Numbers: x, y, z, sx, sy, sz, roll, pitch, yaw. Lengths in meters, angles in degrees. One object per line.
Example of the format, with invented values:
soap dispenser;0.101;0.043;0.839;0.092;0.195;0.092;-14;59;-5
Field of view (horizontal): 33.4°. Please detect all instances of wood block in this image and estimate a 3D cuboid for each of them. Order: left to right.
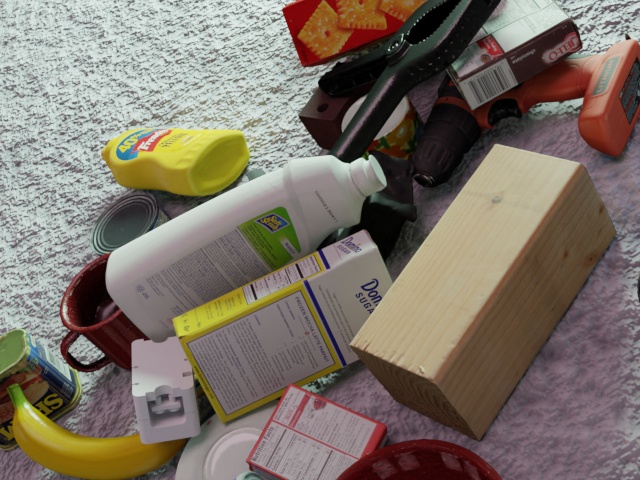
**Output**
wood block;0.129;0.036;0.827;0.091;0.090;0.206;20;66;45

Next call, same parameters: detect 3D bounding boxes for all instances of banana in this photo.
banana;-0.205;0.180;0.948;0.198;0.070;0.037;8;20;24

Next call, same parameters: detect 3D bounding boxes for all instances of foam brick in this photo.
foam brick;0.025;-0.135;1.084;0.053;0.051;0.078;15;63;43

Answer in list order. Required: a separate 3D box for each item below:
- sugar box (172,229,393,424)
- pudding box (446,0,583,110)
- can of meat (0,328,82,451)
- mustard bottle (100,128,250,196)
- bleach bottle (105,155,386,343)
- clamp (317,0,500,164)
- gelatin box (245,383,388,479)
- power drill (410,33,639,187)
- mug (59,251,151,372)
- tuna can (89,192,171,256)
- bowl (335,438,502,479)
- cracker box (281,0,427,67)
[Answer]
sugar box;-0.022;0.070;0.876;0.176;0.093;0.048;-25;28;-4
pudding box;0.165;-0.176;0.954;0.113;0.039;0.090;-27;36;8
can of meat;-0.297;0.142;1.031;0.102;0.084;0.057;-34;41;3
mustard bottle;-0.175;-0.090;1.173;0.192;0.058;0.096;7;37;40
bleach bottle;-0.056;0.001;0.913;0.251;0.102;0.068;-26;37;17
clamp;0.073;-0.166;0.968;0.210;0.036;0.164;-43;29;17
gelatin box;-0.002;0.162;0.827;0.089;0.030;0.073;21;64;18
power drill;0.184;-0.118;0.953;0.188;0.057;0.184;8;58;39
mug;-0.196;0.079;1.020;0.117;0.081;0.093;-47;42;-11
tuna can;-0.202;-0.009;1.141;0.086;0.033;0.086;-19;44;20
bowl;0.066;0.220;0.728;0.162;0.055;0.162;-19;44;20
cracker box;0.090;-0.246;1.076;0.214;0.072;0.164;-16;11;23
